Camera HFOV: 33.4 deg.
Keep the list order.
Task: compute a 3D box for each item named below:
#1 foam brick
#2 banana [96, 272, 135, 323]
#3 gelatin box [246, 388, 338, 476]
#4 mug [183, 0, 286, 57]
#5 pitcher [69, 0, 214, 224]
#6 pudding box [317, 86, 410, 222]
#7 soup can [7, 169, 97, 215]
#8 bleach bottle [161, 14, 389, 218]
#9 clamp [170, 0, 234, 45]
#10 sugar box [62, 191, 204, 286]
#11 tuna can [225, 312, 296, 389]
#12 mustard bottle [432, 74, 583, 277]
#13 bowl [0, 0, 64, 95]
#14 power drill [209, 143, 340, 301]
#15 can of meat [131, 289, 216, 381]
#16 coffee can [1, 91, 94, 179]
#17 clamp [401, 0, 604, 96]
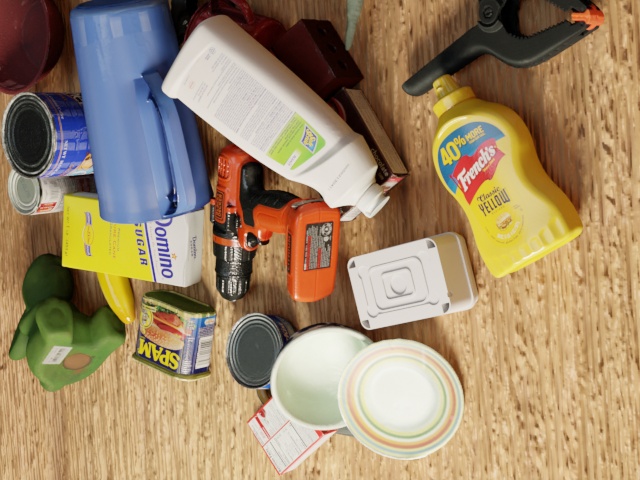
[{"bbox_3d":[-0.003,-0.185,1.112,0.051,0.052,0.078,-40,73,35],"label":"foam brick"},{"bbox_3d":[-0.260,0.005,1.354,0.070,0.037,0.198,14,105,39],"label":"banana"},{"bbox_3d":[-0.032,0.206,1.183,0.089,0.030,0.073,-48,67,32],"label":"gelatin box"},{"bbox_3d":[-0.089,-0.216,1.146,0.082,0.093,0.117,21,138,30],"label":"mug"},{"bbox_3d":[-0.197,-0.145,1.184,0.149,0.144,0.243,-1,111,19],"label":"pitcher"},{"bbox_3d":[0.028,-0.089,1.108,0.090,0.039,0.113,-40,72,34],"label":"pudding box"},{"bbox_3d":[-0.338,-0.069,1.363,0.069,0.102,0.068,7,101,38],"label":"soup can"},{"bbox_3d":[-0.038,-0.110,1.069,0.251,0.068,0.103,42,123,8],"label":"bleach bottle"},{"bbox_3d":[-0.136,-0.236,1.221,0.120,0.039,0.172,34,115,11],"label":"clamp"},{"bbox_3d":[-0.229,-0.003,1.295,0.176,0.048,0.093,8,102,24],"label":"sugar box"},{"bbox_3d":[-0.065,0.125,1.206,0.086,0.033,0.086,-7,79,38],"label":"tuna can"},{"bbox_3d":[0.157,-0.069,0.990,0.096,0.058,0.192,-36,77,41],"label":"mustard bottle"},{"bbox_3d":[-0.387,-0.273,1.404,0.162,0.055,0.162,6,100,38],"label":"bowl"},{"bbox_3d":[-0.058,0.001,1.155,0.188,0.057,0.184,26,119,49],"label":"power drill"},{"bbox_3d":[-0.175,0.113,1.290,0.102,0.057,0.084,18,104,35],"label":"can of meat"},{"bbox_3d":[-0.299,-0.130,1.299,0.103,0.140,0.103,6,100,38],"label":"coffee can"},{"bbox_3d":[0.160,-0.219,0.986,0.210,0.036,0.164,4,99,42],"label":"clamp"}]
